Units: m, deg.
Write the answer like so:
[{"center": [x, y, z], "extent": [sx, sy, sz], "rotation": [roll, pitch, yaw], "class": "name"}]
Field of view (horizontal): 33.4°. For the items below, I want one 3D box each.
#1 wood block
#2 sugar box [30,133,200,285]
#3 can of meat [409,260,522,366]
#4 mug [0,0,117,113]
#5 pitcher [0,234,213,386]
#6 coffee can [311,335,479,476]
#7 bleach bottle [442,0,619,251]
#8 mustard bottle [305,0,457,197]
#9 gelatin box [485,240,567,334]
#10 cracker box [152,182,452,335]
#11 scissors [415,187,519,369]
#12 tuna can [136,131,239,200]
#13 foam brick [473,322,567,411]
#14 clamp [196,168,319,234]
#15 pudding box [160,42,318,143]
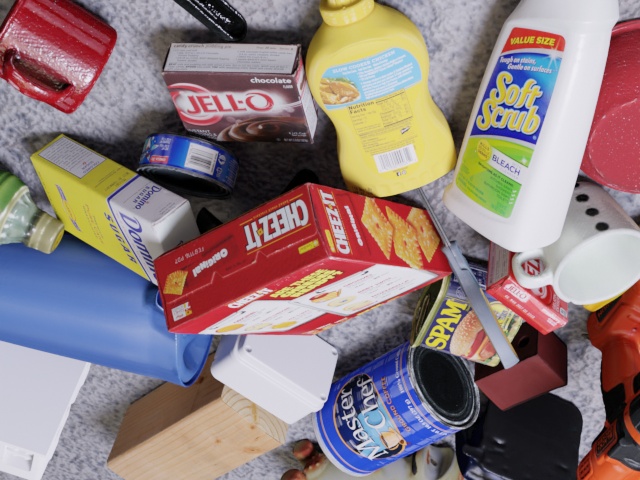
[{"center": [-0.131, 0.200, 1.169], "extent": [0.090, 0.090, 0.206], "rotation": [40, 129, -22], "class": "wood block"}, {"center": [-0.178, -0.022, 0.946], "extent": [0.176, 0.048, 0.093], "rotation": [29, 147, 36], "class": "sugar box"}, {"center": [0.140, 0.066, 1.002], "extent": [0.084, 0.057, 0.102], "rotation": [16, 134, -4], "class": "can of meat"}, {"center": [-0.218, -0.148, 0.852], "extent": [0.081, 0.117, 0.093], "rotation": [30, 120, -21], "class": "mug"}, {"center": [-0.224, 0.060, 1.047], "extent": [0.243, 0.145, 0.149], "rotation": [9, 122, 10], "class": "pitcher"}, {"center": [0.075, 0.167, 1.079], "extent": [0.102, 0.102, 0.141], "rotation": [39, 129, -22], "class": "coffee can"}, {"center": [0.162, -0.120, 0.803], "extent": [0.067, 0.103, 0.251], "rotation": [-16, 129, -32], "class": "bleach bottle"}, {"center": [0.041, -0.126, 0.843], "extent": [0.096, 0.058, 0.191], "rotation": [-15, 128, 10], "class": "mustard bottle"}, {"center": [0.182, 0.028, 0.932], "extent": [0.073, 0.089, 0.030], "rotation": [37, 129, -20], "class": "gelatin box"}, {"center": [-0.010, 0.022, 0.904], "extent": [0.164, 0.072, 0.213], "rotation": [-26, 162, 28], "class": "cracker box"}, {"center": [0.122, 0.022, 0.931], "extent": [0.016, 0.202, 0.096], "rotation": [-28, 159, 7], "class": "scissors"}, {"center": [-0.114, -0.064, 0.929], "extent": [0.086, 0.034, 0.086], "rotation": [13, 169, 2], "class": "tuna can"}, {"center": [0.195, 0.121, 1.041], "extent": [0.078, 0.053, 0.051], "rotation": [-31, 119, 33], "class": "foam brick"}, {"center": [-0.056, 0.001, 0.985], "extent": [0.120, 0.039, 0.171], "rotation": [-22, 154, -16], "class": "clamp"}, {"center": [-0.064, -0.120, 0.875], "extent": [0.113, 0.039, 0.090], "rotation": [1, 150, 12], "class": "pudding box"}]
